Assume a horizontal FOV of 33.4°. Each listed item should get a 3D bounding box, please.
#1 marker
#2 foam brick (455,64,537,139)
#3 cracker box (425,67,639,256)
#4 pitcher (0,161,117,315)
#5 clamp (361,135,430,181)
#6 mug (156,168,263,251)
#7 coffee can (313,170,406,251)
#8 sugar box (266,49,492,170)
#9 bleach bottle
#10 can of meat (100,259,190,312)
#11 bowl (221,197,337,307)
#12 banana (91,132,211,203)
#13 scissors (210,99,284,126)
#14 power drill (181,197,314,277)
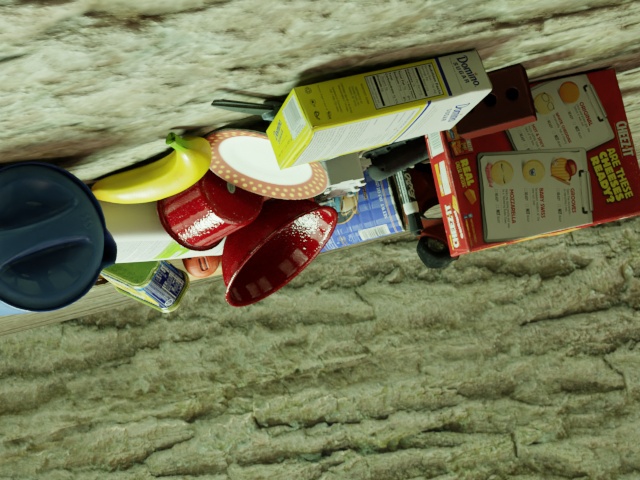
[{"bbox_3d":[0.106,-0.064,1.315,0.020,0.121,0.020,-13,176,-1],"label":"marker"},{"bbox_3d":[0.170,-0.135,1.054,0.078,0.053,0.051,-15,175,15],"label":"foam brick"},{"bbox_3d":[0.231,-0.084,1.165,0.213,0.164,0.072,-12,177,-12],"label":"cracker box"},{"bbox_3d":[-0.319,0.010,1.015,0.144,0.149,0.243,-44,-163,-33],"label":"pitcher"},{"bbox_3d":[0.124,-0.109,1.223,0.171,0.039,0.120,-22,-164,11],"label":"clamp"},{"bbox_3d":[-0.106,-0.048,1.141,0.117,0.093,0.082,-28,-178,-43],"label":"mug"},{"bbox_3d":[0.038,-0.045,1.475,0.140,0.103,0.102,-15,176,10],"label":"coffee can"},{"bbox_3d":[0.050,-0.113,0.922,0.176,0.048,0.093,-18,169,-23],"label":"sugar box"},{"bbox_3d":[-0.192,-0.009,1.198,0.250,0.068,0.103,2,159,-37],"label":"bleach bottle"},{"bbox_3d":[-0.220,0.036,1.283,0.102,0.057,0.084,21,166,25],"label":"can of meat"},{"bbox_3d":[-0.058,0.001,1.212,0.162,0.055,0.162,-36,161,-15],"label":"bowl"},{"bbox_3d":[-0.157,-0.069,1.042,0.069,0.037,0.198,21,155,-27],"label":"banana"},{"bbox_3d":[-0.022,-0.118,0.935,0.096,0.016,0.201,-16,175,11],"label":"scissors"},{"bbox_3d":[-0.102,-0.024,1.385,0.187,0.057,0.184,-21,-154,-7],"label":"power drill"}]
